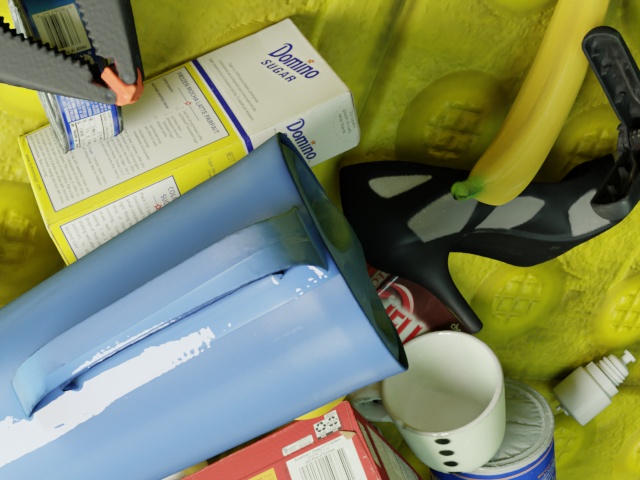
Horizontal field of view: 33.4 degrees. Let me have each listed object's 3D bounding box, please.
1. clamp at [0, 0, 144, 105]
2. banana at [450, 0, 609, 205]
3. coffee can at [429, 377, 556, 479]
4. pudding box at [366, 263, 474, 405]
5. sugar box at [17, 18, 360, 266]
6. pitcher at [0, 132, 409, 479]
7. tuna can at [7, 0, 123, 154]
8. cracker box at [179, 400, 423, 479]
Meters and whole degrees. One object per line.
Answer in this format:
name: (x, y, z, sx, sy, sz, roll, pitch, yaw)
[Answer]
clamp: (-0.167, -0.134, 0.484, 0.164, 0.036, 0.210, -37, 98, 7)
banana: (0.145, -0.097, 0.687, 0.197, 0.037, 0.069, -62, 163, -9)
coffee can: (0.141, 0.196, 0.869, 0.102, 0.103, 0.140, -20, 125, -13)
pudding box: (0.051, 0.069, 0.784, 0.090, 0.039, 0.113, -43, 131, 5)
sugar box: (-0.075, -0.056, 0.599, 0.176, 0.093, 0.048, -23, 134, -10)
pitcher: (-0.089, 0.057, 0.530, 0.243, 0.145, 0.149, -29, 126, 6)
tuna can: (-0.132, -0.090, 0.553, 0.033, 0.086, 0.086, -20, 129, -15)
cracker box: (-0.007, 0.206, 0.752, 0.164, 0.072, 0.213, -28, 145, 7)
